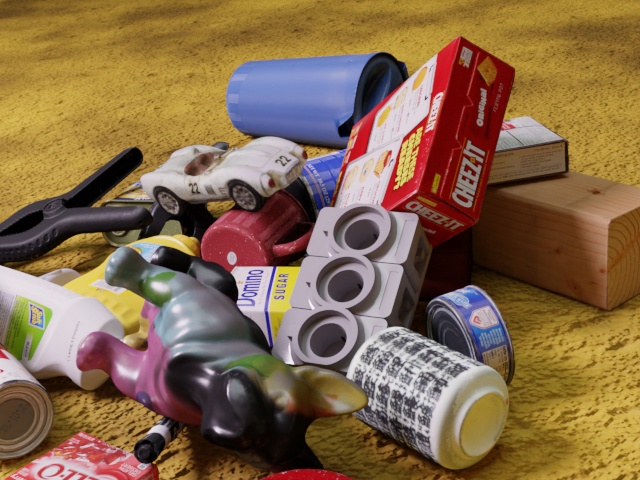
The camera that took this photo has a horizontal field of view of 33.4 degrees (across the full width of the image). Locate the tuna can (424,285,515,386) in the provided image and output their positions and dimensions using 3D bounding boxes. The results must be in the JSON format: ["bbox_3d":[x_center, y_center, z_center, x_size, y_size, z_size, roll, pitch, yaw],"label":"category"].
[{"bbox_3d":[0.117,0.081,0.847,0.033,0.086,0.086,-16,25,-19],"label":"tuna can"}]

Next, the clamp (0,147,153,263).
[{"bbox_3d":[-0.275,-0.022,1.152,0.210,0.036,0.165,-27,31,-5],"label":"clamp"}]

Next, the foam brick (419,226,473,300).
[{"bbox_3d":[0.120,0.019,1.033,0.051,0.053,0.078,-1,25,12],"label":"foam brick"}]

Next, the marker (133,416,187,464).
[{"bbox_3d":[-0.116,0.143,0.805,0.020,0.020,0.121,-3,6,8],"label":"marker"}]

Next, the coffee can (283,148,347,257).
[{"bbox_3d":[0.036,-0.049,1.149,0.140,0.103,0.103,-16,25,-22],"label":"coffee can"}]

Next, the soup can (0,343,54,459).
[{"bbox_3d":[-0.265,0.126,0.861,0.068,0.068,0.102,-20,26,-29],"label":"soup can"}]

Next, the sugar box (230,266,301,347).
[{"bbox_3d":[-0.010,0.060,0.980,0.176,0.048,0.093,2,25,16],"label":"sugar box"}]

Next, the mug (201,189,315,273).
[{"bbox_3d":[-0.057,0.001,1.072,0.117,0.093,0.081,-1,27,31],"label":"mug"}]

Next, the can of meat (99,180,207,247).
[{"bbox_3d":[-0.190,-0.033,1.229,0.102,0.057,0.083,1,23,18],"label":"can of meat"}]

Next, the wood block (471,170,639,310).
[{"bbox_3d":[0.222,-0.015,1.040,0.090,0.090,0.206,-22,27,-34],"label":"wood block"}]

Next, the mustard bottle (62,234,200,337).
[{"bbox_3d":[-0.173,0.041,1.046,0.096,0.058,0.191,14,29,21],"label":"mustard bottle"}]

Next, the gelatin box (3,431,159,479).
[{"bbox_3d":[-0.170,0.177,0.767,0.089,0.030,0.073,13,30,38],"label":"gelatin box"}]

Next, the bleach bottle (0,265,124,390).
[{"bbox_3d":[-0.266,0.082,0.950,0.251,0.102,0.068,15,6,28],"label":"bleach bottle"}]

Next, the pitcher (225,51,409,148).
[{"bbox_3d":[-0.003,-0.198,1.479,0.243,0.145,0.149,8,-5,36],"label":"pitcher"}]

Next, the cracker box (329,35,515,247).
[{"bbox_3d":[0.083,-0.065,0.992,0.072,0.164,0.214,25,-25,-17],"label":"cracker box"}]

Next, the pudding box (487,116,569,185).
[{"bbox_3d":[0.175,-0.087,1.054,0.113,0.039,0.090,-11,24,-9],"label":"pudding box"}]

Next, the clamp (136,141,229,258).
[{"bbox_3d":[-0.125,-0.019,1.163,0.171,0.120,0.039,-44,1,-28],"label":"clamp"}]
